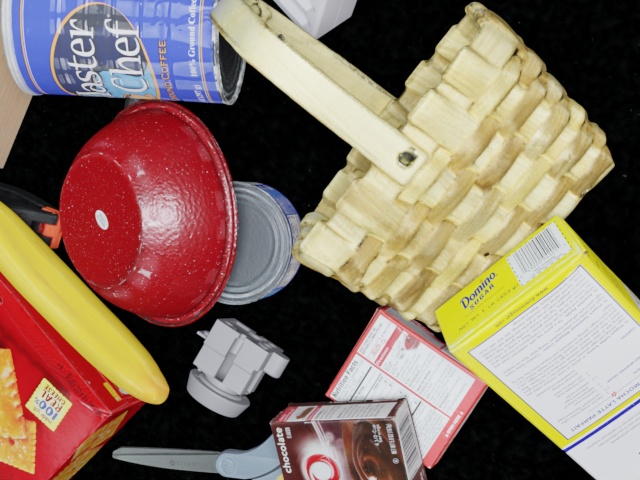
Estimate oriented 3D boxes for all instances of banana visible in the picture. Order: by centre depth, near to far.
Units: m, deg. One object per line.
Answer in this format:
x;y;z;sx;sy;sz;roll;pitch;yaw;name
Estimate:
-0.179;0.041;0.738;0.037;0.070;0.198;-44;93;-7;banana

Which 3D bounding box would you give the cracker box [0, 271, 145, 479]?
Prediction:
-0.257;0.130;0.807;0.214;0.072;0.164;-45;79;17;cracker box

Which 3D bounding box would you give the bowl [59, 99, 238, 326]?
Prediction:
-0.131;-0.016;0.734;0.162;0.055;0.162;7;101;41;bowl

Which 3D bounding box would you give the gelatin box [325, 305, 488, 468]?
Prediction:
0.059;0.097;0.719;0.089;0.030;0.073;34;105;14;gelatin box

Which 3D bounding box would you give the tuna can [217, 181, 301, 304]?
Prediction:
-0.055;0.001;0.750;0.086;0.033;0.086;1;94;19;tuna can

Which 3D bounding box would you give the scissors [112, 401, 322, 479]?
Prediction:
-0.053;0.144;0.766;0.202;0.016;0.096;16;101;16;scissors

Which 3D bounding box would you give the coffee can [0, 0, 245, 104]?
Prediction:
-0.126;-0.145;0.710;0.140;0.102;0.103;4;95;6;coffee can

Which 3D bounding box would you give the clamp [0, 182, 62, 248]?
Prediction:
-0.273;-0.035;0.782;0.171;0.120;0.039;19;106;13;clamp

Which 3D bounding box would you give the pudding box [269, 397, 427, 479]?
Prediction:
0.024;0.162;0.706;0.090;0.039;0.113;-7;101;24;pudding box

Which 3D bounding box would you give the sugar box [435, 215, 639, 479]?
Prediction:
0.158;0.073;0.626;0.093;0.048;0.176;-39;122;16;sugar box
